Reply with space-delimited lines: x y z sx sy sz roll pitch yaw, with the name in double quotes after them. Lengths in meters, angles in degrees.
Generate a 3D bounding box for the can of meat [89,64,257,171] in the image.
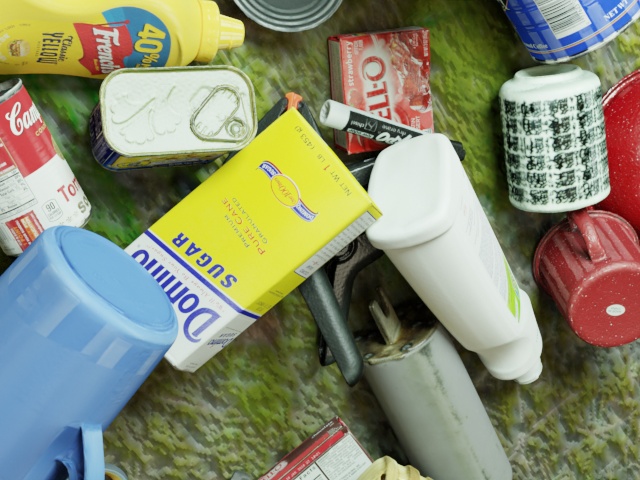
-0.103 -0.080 0.725 0.102 0.084 0.057 -6 87 -19 "can of meat"

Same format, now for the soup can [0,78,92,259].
-0.205 -0.047 0.710 0.068 0.069 0.102 -30 113 -11 "soup can"

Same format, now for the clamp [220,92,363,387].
-0.046 -0.003 0.777 0.164 0.036 0.210 3 83 5 "clamp"

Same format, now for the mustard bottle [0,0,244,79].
-0.143 -0.142 0.697 0.191 0.096 0.058 0 62 -22 "mustard bottle"

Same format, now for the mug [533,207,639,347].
0.227 0.024 0.871 0.093 0.081 0.117 -20 119 4 "mug"

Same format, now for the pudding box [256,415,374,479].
0.012 0.215 0.881 0.090 0.039 0.113 -38 112 -6 "pudding box"

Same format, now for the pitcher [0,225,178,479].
-0.198 0.117 0.685 0.149 0.145 0.243 39 102 -16 "pitcher"

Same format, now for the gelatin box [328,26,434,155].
0.046 -0.114 0.808 0.073 0.030 0.089 -10 107 -18 "gelatin box"

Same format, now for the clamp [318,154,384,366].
0.013 0.011 0.824 0.171 0.039 0.120 -45 114 -1 "clamp"

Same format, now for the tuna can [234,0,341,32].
-0.022 -0.190 0.737 0.086 0.033 0.086 5 128 7 "tuna can"

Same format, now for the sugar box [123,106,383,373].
-0.055 0.001 0.734 0.176 0.048 0.093 -40 72 3 "sugar box"

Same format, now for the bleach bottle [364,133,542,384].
0.118 0.037 0.826 0.068 0.102 0.250 -15 133 24 "bleach bottle"

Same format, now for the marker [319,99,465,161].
0.056 -0.079 0.794 0.121 0.020 0.020 15 99 -24 "marker"

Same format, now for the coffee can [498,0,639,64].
0.167 -0.217 0.786 0.103 0.103 0.140 -42 115 -6 "coffee can"
